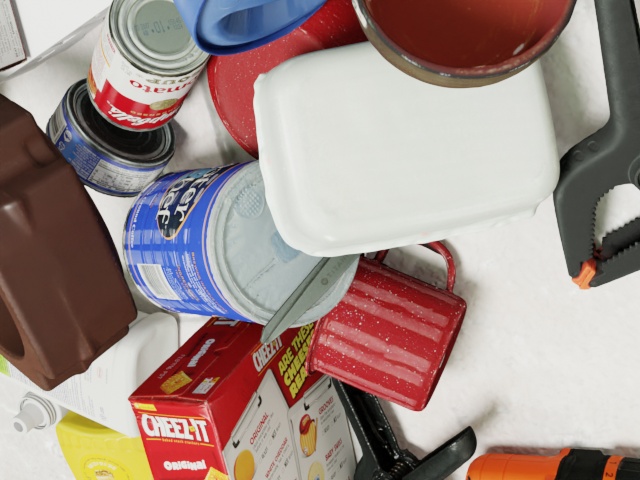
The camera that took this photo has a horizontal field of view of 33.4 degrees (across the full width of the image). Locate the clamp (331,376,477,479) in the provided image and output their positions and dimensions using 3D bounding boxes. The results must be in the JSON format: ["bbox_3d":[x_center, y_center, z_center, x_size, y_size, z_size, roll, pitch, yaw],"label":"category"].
[{"bbox_3d":[0.050,0.163,0.778,0.120,0.039,0.171,40,139,32],"label":"clamp"}]

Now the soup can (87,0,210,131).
[{"bbox_3d":[-0.109,-0.118,0.684,0.068,0.068,0.102,50,157,-2],"label":"soup can"}]

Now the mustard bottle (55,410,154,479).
[{"bbox_3d":[-0.162,0.232,0.926,0.096,0.058,0.191,-1,115,21],"label":"mustard bottle"}]

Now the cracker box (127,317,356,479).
[{"bbox_3d":[-0.043,0.160,0.758,0.072,0.164,0.214,-2,114,27],"label":"cracker box"}]

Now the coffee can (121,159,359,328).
[{"bbox_3d":[-0.055,0.001,0.687,0.141,0.102,0.103,-1,117,59],"label":"coffee can"}]

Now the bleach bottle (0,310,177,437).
[{"bbox_3d":[-0.239,0.075,0.886,0.251,0.068,0.103,18,119,23],"label":"bleach bottle"}]

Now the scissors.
[{"bbox_3d":[0.026,-0.032,0.628,0.096,0.201,0.016,58,171,-2],"label":"scissors"}]

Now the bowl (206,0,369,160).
[{"bbox_3d":[-0.014,-0.101,0.675,0.162,0.055,0.162,13,121,23],"label":"bowl"}]

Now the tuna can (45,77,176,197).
[{"bbox_3d":[-0.144,-0.073,0.742,0.086,0.086,0.034,43,125,3],"label":"tuna can"}]

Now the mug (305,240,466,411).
[{"bbox_3d":[0.050,0.051,0.706,0.081,0.093,0.117,22,87,12],"label":"mug"}]
